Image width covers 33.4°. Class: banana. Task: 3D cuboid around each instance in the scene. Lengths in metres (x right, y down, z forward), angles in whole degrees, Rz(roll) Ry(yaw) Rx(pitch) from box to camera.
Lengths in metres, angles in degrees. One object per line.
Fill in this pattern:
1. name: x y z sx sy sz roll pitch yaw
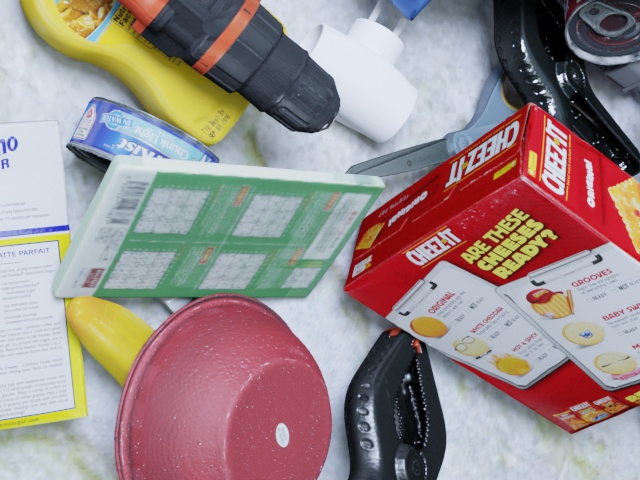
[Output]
1. banana: -0.096 0.110 0.652 0.037 0.069 0.198 -13 109 19

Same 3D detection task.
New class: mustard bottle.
1. mustard bottle: -0.118 -0.144 0.630 0.191 0.058 0.096 36 74 -19

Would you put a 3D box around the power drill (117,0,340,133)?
1. power drill: -0.037 -0.173 0.619 0.184 0.057 0.187 38 54 -17

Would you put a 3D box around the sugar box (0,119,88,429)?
1. sugar box: -0.192 0.021 0.622 0.093 0.048 0.176 -6 92 -22

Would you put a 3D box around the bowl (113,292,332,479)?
1. bowl: -0.043 0.114 0.644 0.161 0.055 0.162 -3 94 -47

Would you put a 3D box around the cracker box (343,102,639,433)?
1. cracker box: 0.150 0.027 0.683 0.213 0.164 0.072 33 48 -21

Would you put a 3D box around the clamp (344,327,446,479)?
1. clamp: 0.052 0.155 0.681 0.164 0.036 0.210 43 45 -37

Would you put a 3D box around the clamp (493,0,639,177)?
1. clamp: 0.156 -0.097 0.718 0.171 0.039 0.120 59 40 -8

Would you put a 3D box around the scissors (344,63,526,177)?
1. scissors: 0.096 -0.082 0.713 0.201 0.016 0.096 2 84 -35

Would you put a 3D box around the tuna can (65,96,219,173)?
1. tuna can: -0.103 -0.050 0.628 0.086 0.086 0.034 27 82 -20
